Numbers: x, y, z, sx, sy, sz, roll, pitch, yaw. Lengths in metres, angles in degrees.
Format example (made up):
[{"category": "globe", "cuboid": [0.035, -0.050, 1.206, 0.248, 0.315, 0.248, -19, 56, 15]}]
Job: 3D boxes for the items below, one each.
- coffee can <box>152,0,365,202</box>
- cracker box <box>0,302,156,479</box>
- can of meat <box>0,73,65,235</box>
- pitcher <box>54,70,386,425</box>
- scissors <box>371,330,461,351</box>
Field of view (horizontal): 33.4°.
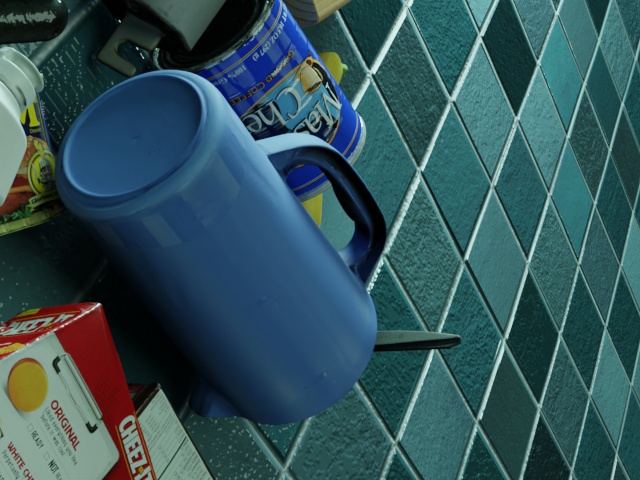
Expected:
[{"category": "coffee can", "cuboid": [-0.043, -0.109, 0.793, 0.140, 0.103, 0.102, 52, 44, -37]}, {"category": "cracker box", "cuboid": [-0.168, 0.143, 0.479, 0.213, 0.072, 0.164, -32, 112, -54]}, {"category": "can of meat", "cuboid": [-0.195, -0.044, 0.594, 0.101, 0.058, 0.084, -24, 106, -55]}, {"category": "pitcher", "cuboid": [-0.054, 0.001, 0.682, 0.242, 0.145, 0.149, 58, 32, -49]}, {"category": "scissors", "cuboid": [0.007, 0.087, 0.766, 0.016, 0.202, 0.096, 46, 71, -32]}]
